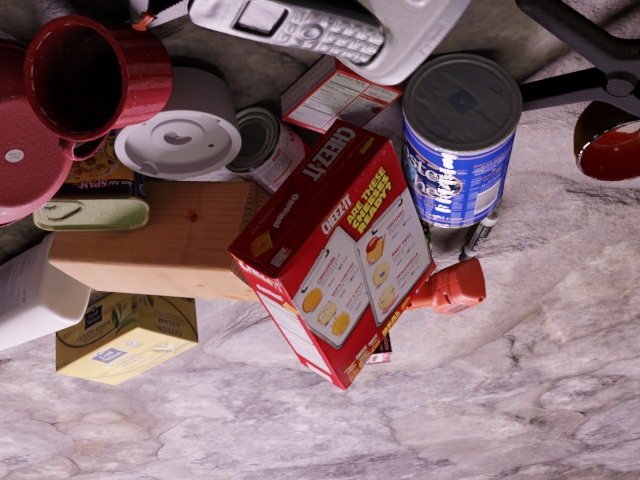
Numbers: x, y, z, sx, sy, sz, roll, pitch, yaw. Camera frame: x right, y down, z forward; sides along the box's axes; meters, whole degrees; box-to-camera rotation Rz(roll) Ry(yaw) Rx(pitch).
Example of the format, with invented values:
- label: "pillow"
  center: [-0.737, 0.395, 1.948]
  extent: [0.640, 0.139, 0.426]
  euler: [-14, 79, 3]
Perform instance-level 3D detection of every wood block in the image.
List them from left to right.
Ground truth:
- label: "wood block"
  center: [-0.145, -0.001, 1.024]
  extent: [0.206, 0.091, 0.090]
  euler: [3, 159, 27]

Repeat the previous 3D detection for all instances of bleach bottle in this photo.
- label: "bleach bottle"
  center: [-0.361, 0.074, 1.199]
  extent: [0.251, 0.102, 0.068]
  euler: [-20, 143, 36]

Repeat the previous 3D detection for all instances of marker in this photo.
- label: "marker"
  center: [0.183, -0.002, 1.246]
  extent: [0.020, 0.020, 0.121]
  euler: [-2, 152, -10]

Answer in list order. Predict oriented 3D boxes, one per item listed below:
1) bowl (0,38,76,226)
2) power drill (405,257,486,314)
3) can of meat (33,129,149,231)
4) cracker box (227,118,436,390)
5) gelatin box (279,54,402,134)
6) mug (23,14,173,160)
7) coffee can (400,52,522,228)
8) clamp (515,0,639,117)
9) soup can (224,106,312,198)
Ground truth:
- label: "bowl"
  center: [-0.254, -0.077, 0.850]
  extent: [0.055, 0.162, 0.161]
  euler: [27, -179, 44]
- label: "power drill"
  center: [0.088, 0.058, 1.211]
  extent: [0.187, 0.057, 0.185]
  euler: [-5, 170, -18]
- label: "can of meat"
  center: [-0.209, -0.059, 0.972]
  extent: [0.102, 0.084, 0.057]
  euler: [-1, 152, -11]
- label: "cracker box"
  center: [0.018, 0.017, 0.995]
  extent: [0.072, 0.164, 0.213]
  euler: [27, 159, 33]
- label: "gelatin box"
  center: [0.018, -0.130, 0.948]
  extent: [0.073, 0.030, 0.089]
  euler: [14, 146, -33]
- label: "mug"
  center: [-0.171, -0.116, 0.829]
  extent: [0.093, 0.117, 0.081]
  euler: [25, -161, 16]
- label: "coffee can"
  center: [0.124, -0.088, 0.975]
  extent: [0.103, 0.103, 0.140]
  euler: [-7, 153, -1]
- label: "clamp"
  center: [0.252, -0.140, 0.920]
  extent: [0.210, 0.036, 0.165]
  euler: [16, 156, 3]
- label: "soup can"
  center: [-0.043, -0.073, 1.002]
  extent: [0.069, 0.068, 0.102]
  euler: [-19, 150, 22]
